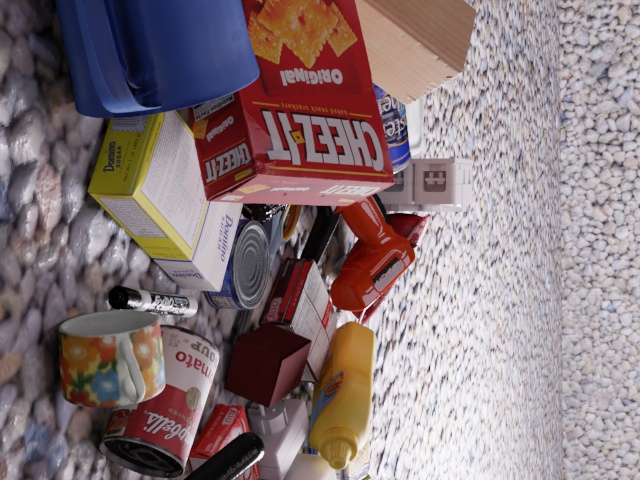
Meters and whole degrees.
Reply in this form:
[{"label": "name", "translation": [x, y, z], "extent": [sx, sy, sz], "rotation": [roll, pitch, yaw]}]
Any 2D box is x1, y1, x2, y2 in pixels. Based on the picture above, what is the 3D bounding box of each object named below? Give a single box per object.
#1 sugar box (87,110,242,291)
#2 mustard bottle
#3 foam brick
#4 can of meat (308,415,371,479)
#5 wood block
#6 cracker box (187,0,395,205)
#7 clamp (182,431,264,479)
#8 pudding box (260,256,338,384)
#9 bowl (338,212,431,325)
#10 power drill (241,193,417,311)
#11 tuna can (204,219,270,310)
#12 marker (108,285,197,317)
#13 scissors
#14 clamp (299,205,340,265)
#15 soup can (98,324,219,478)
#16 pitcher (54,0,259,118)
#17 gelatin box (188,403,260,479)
[{"label": "sugar box", "translation": [-0.120, -0.035, 0.864], "extent": [0.176, 0.048, 0.093], "rotation": [62, 36, -59]}, {"label": "mustard bottle", "translation": [0.022, 0.175, 1.147], "extent": [0.096, 0.058, 0.191], "rotation": [-58, -168, 28]}, {"label": "foam brick", "translation": [-0.051, 0.120, 1.037], "extent": [0.078, 0.051, 0.053], "rotation": [-23, 132, -67]}, {"label": "can of meat", "translation": [0.022, 0.244, 1.248], "extent": [0.102, 0.057, 0.084], "rotation": [1, 90, -69]}, {"label": "wood block", "translation": [0.046, -0.237, 1.063], "extent": [0.205, 0.091, 0.090], "rotation": [32, 56, -25]}, {"label": "cracker box", "translation": [-0.032, -0.141, 0.885], "extent": [0.163, 0.072, 0.214], "rotation": [0, 73, -45]}, {"label": "clamp", "translation": [-0.141, 0.233, 0.800], "extent": [0.209, 0.036, 0.165], "rotation": [-23, 151, -51]}, {"label": "pudding box", "translation": [-0.021, 0.087, 1.144], "extent": [0.113, 0.039, 0.090], "rotation": [67, 34, -45]}, {"label": "bowl", "translation": [0.069, 0.023, 1.292], "extent": [0.162, 0.055, 0.162], "rotation": [-54, 169, -17]}, {"label": "power drill", "translation": [0.014, -0.023, 1.083], "extent": [0.184, 0.057, 0.187], "rotation": [-41, 121, -30]}, {"label": "tuna can", "translation": [-0.078, 0.022, 0.994], "extent": [0.086, 0.034, 0.086], "rotation": [3, 90, -69]}, {"label": "marker", "translation": [-0.136, 0.050, 0.868], "extent": [0.121, 0.020, 0.020], "rotation": [18, 75, -68]}, {"label": "scissors", "translation": [-0.057, 0.001, 1.067], "extent": [0.201, 0.016, 0.096], "rotation": [-65, 153, -46]}, {"label": "clamp", "translation": [0.035, -0.043, 1.164], "extent": [0.120, 0.039, 0.171], "rotation": [-6, 112, -26]}, {"label": "soup can", "translation": [-0.125, 0.126, 0.839], "extent": [0.068, 0.069, 0.102], "rotation": [65, 34, -50]}, {"label": "pitcher", "translation": [-0.128, -0.207, 0.708], "extent": [0.144, 0.149, 0.243], "rotation": [-23, 116, -28]}, {"label": "gelatin box", "translation": [-0.088, 0.209, 0.994], "extent": [0.073, 0.030, 0.089], "rotation": [-57, 144, -53]}]
